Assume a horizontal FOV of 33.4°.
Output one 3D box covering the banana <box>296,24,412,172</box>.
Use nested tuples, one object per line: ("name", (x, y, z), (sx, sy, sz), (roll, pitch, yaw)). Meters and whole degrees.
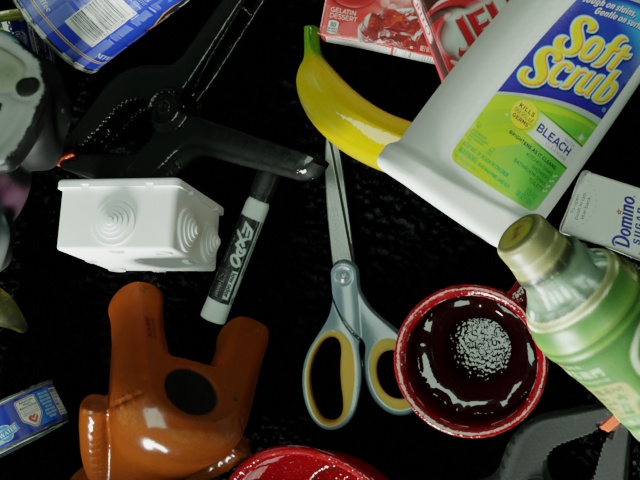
("banana", (0.057, -0.076, 0.712), (0.198, 0.037, 0.070), (29, 99, 13))

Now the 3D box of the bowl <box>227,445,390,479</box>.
("bowl", (0.012, 0.201, 0.708), (0.162, 0.055, 0.162), (10, 110, 29))

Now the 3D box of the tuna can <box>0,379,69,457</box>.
("tuna can", (-0.227, 0.135, 0.772), (0.086, 0.086, 0.034), (-29, 85, 14))

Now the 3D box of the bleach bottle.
("bleach bottle", (0.144, -0.120, 0.618), (0.102, 0.068, 0.251), (33, 94, -20))

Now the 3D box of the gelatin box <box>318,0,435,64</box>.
("gelatin box", (0.049, -0.161, 0.706), (0.089, 0.030, 0.073), (12, 92, 2))

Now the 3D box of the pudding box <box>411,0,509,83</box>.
("pudding box", (0.125, -0.134, 0.673), (0.113, 0.039, 0.090), (-22, 92, -3))

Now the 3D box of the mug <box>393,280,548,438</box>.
("mug", (0.107, 0.062, 0.679), (0.093, 0.081, 0.117), (35, 100, 12))

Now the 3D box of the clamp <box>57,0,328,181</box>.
("clamp", (-0.097, -0.099, 0.746), (0.210, 0.036, 0.164), (-13, 73, 25))

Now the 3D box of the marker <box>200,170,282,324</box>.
("marker", (-0.055, 0.001, 0.754), (0.020, 0.020, 0.121), (24, 98, 14))

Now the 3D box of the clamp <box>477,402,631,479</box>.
("clamp", (0.133, 0.165, 0.698), (0.120, 0.039, 0.171), (33, 100, 10))

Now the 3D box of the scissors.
("scissors", (0.035, 0.034, 0.732), (0.096, 0.016, 0.202), (10, 94, 14))

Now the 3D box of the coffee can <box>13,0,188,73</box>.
("coffee can", (-0.132, -0.196, 0.728), (0.140, 0.102, 0.103), (-33, 83, 14))
